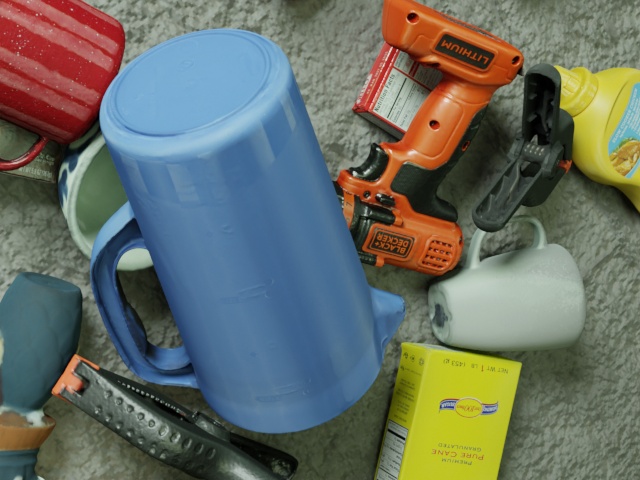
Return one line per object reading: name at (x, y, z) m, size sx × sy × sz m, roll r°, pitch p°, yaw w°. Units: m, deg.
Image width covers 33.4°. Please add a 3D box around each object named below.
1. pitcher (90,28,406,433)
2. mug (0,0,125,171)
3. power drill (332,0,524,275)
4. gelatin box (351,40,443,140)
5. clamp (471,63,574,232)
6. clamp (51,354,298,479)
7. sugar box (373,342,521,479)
pitcher at (-0.054, 0.001, 0.649) m, size 0.149 × 0.145 × 0.243 m, roll -47°, pitch 141°, yaw -27°
mug at (-0.170, -0.095, 0.611) m, size 0.081 × 0.093 × 0.117 m, roll 24°, pitch 85°, yaw -30°
power drill at (0.045, -0.073, 0.751) m, size 0.184 × 0.057 × 0.188 m, roll 14°, pitch 111°, yaw -26°
gelatin box at (0.077, -0.110, 0.805) m, size 0.089 × 0.030 × 0.073 m, roll 28°, pitch 84°, yaw -25°
clamp at (0.161, -0.072, 0.788) m, size 0.171 × 0.039 × 0.120 m, roll -24°, pitch 139°, yaw -65°
clamp at (-0.071, 0.137, 0.683) m, size 0.209 × 0.165 × 0.036 m, roll 33°, pitch 86°, yaw -25°
sugar box at (0.093, 0.172, 0.833) m, size 0.093 × 0.048 × 0.176 m, roll 10°, pitch 90°, yaw -27°
